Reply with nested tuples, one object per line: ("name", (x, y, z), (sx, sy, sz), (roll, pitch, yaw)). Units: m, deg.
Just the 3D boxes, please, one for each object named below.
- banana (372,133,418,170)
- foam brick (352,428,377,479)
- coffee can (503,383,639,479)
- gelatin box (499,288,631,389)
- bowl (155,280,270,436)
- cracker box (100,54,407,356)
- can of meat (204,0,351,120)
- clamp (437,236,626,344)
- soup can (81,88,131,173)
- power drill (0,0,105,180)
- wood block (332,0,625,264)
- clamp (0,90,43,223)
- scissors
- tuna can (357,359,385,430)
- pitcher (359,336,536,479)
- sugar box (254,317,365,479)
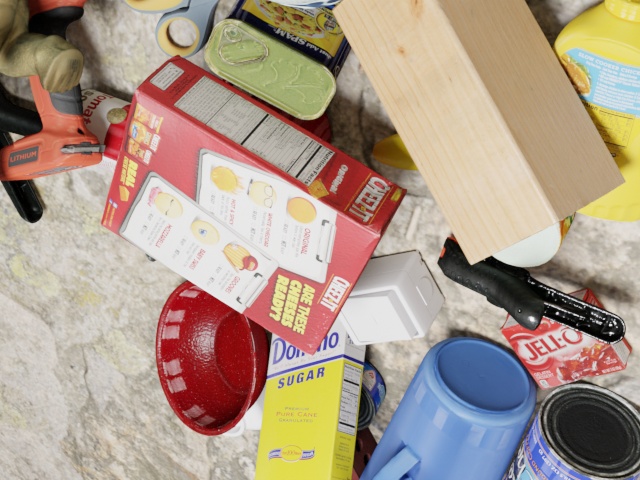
("banana", (0.116, -0.100, 0.832), (0.069, 0.037, 0.198), (55, 135, 10))
("foam brick", (0.031, 0.237, 1.152), (0.051, 0.053, 0.078), (-8, 122, 36))
("coffee can", (0.228, 0.214, 0.974), (0.103, 0.102, 0.140), (24, 135, 12))
("gelatin box", (0.212, 0.087, 0.930), (0.089, 0.030, 0.073), (-22, 111, 41))
("bowl", (-0.102, 0.117, 1.101), (0.162, 0.055, 0.162), (2, 93, 45))
("cracker box", (-0.059, -0.026, 0.855), (0.214, 0.072, 0.164), (31, 137, 4))
("can of meat", (-0.027, -0.155, 0.826), (0.102, 0.083, 0.058), (27, 138, -5))
("clamp", (0.151, 0.038, 0.864), (0.172, 0.120, 0.039), (26, 95, 41))
("soup can", (-0.183, -0.095, 0.995), (0.102, 0.068, 0.068), (21, 134, 16))
("power drill", (-0.267, -0.151, 0.956), (0.185, 0.057, 0.187), (-6, 93, 37))
("wood block", (0.108, -0.101, 0.742), (0.090, 0.090, 0.206), (-32, 86, 51))
("clamp", (-0.341, -0.117, 1.096), (0.210, 0.036, 0.165), (38, 136, 2))
("scissors", (-0.079, -0.195, 0.885), (0.202, 0.016, 0.096), (6, 130, 28))
("tuna can", (0.023, 0.154, 1.100), (0.086, 0.033, 0.086), (17, 133, 19))
("pitcher", (0.107, 0.213, 1.012), (0.145, 0.149, 0.243), (15, 128, -3))
("sugar box", (-0.010, 0.161, 1.034), (0.094, 0.176, 0.048), (-7, 161, 35))
